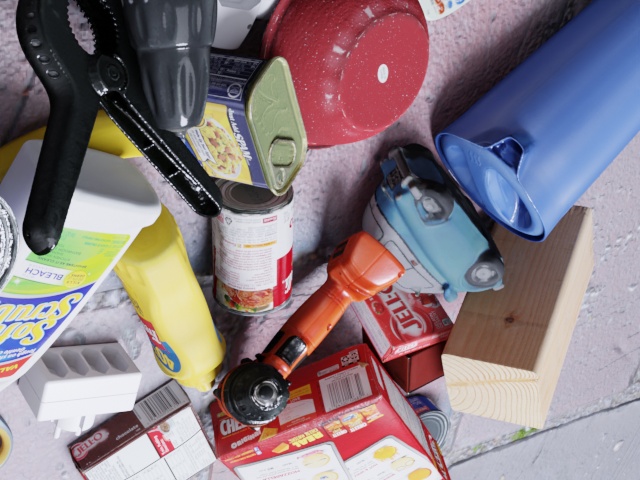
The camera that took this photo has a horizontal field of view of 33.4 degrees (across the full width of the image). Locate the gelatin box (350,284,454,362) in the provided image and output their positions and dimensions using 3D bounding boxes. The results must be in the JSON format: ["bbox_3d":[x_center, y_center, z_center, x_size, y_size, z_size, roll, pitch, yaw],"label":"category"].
[{"bbox_3d":[0.072,0.062,0.999,0.073,0.089,0.030,-15,151,-29],"label":"gelatin box"}]

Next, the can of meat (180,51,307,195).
[{"bbox_3d":[-0.064,-0.087,0.764,0.057,0.084,0.102,-61,151,-33],"label":"can of meat"}]

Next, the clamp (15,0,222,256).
[{"bbox_3d":[-0.136,-0.097,0.683,0.164,0.036,0.210,-4,82,-54],"label":"clamp"}]

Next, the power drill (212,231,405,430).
[{"bbox_3d":[-0.013,0.077,0.893,0.057,0.185,0.187,45,76,-3],"label":"power drill"}]

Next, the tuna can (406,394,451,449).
[{"bbox_3d":[0.099,0.212,1.170,0.086,0.034,0.086,-20,131,-26],"label":"tuna can"}]

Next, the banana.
[{"bbox_3d":[-0.176,-0.056,0.759,0.197,0.037,0.070,-17,129,-28],"label":"banana"}]

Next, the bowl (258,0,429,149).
[{"bbox_3d":[0.031,-0.134,0.801,0.161,0.055,0.162,-25,131,-33],"label":"bowl"}]

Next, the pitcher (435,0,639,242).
[{"bbox_3d":[0.231,-0.122,0.977,0.242,0.149,0.145,-44,122,-9],"label":"pitcher"}]

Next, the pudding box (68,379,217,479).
[{"bbox_3d":[-0.156,0.190,0.952,0.113,0.039,0.090,-31,135,-14],"label":"pudding box"}]

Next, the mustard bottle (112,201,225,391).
[{"bbox_3d":[-0.117,0.054,0.842,0.058,0.096,0.191,-32,135,-16],"label":"mustard bottle"}]

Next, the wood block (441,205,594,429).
[{"bbox_3d":[0.194,0.064,1.024,0.206,0.091,0.090,-62,149,-36],"label":"wood block"}]

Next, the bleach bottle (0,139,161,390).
[{"bbox_3d":[-0.218,0.049,0.751,0.102,0.068,0.251,11,123,-47],"label":"bleach bottle"}]

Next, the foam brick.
[{"bbox_3d":[0.084,0.101,1.047,0.051,0.078,0.053,-24,134,-24],"label":"foam brick"}]

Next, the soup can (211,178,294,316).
[{"bbox_3d":[-0.056,0.001,0.872,0.068,0.069,0.102,-18,129,-28],"label":"soup can"}]

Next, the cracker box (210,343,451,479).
[{"bbox_3d":[0.015,0.202,1.034,0.164,0.072,0.213,-23,138,11],"label":"cracker box"}]
